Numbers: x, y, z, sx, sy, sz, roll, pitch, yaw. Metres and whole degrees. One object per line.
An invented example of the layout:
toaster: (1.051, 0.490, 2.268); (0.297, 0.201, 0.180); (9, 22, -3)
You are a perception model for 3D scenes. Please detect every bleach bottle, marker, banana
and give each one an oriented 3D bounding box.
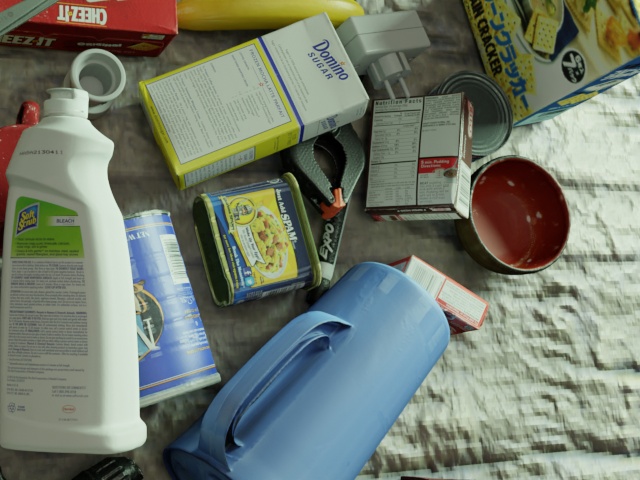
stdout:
bleach bottle: (-0.173, 0.019, 0.752); (0.103, 0.068, 0.251); (0, 88, 12)
marker: (0.008, 0.004, 0.954); (0.020, 0.020, 0.121); (19, 71, -19)
banana: (-0.038, -0.202, 0.952); (0.197, 0.070, 0.037); (-2, 76, -24)

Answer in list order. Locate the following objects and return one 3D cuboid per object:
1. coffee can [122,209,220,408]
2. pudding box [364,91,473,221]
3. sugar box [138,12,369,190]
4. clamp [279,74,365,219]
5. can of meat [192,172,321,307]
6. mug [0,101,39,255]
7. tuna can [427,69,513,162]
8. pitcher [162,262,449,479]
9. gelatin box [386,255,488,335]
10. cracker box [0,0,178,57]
coffee can: (-0.146, 0.058, 0.830); (0.102, 0.103, 0.140); (-15, 85, -25)
pudding box: (0.090, -0.076, 0.970); (0.039, 0.090, 0.113); (36, 56, -60)
sugar box: (-0.057, -0.119, 0.908); (0.176, 0.048, 0.093); (-21, 76, -12)
clamp: (0.006, -0.105, 0.961); (0.120, 0.039, 0.171); (-12, 76, -21)
can of meat: (-0.056, 0.001, 0.907); (0.083, 0.058, 0.102); (-13, 83, -23)
mug: (-0.233, -0.052, 0.828); (0.093, 0.082, 0.117); (13, 74, -20)
tuna can: (0.141, -0.119, 1.030); (0.086, 0.034, 0.086); (5, 76, -22)
pitcher: (-0.003, 0.125, 0.857); (0.145, 0.149, 0.242); (47, 62, -8)
gelatin box: (0.094, 0.052, 0.951); (0.089, 0.073, 0.030); (32, 69, -15)
cracker box: (-0.210, -0.268, 0.892); (0.164, 0.072, 0.214); (1, 79, -23)
